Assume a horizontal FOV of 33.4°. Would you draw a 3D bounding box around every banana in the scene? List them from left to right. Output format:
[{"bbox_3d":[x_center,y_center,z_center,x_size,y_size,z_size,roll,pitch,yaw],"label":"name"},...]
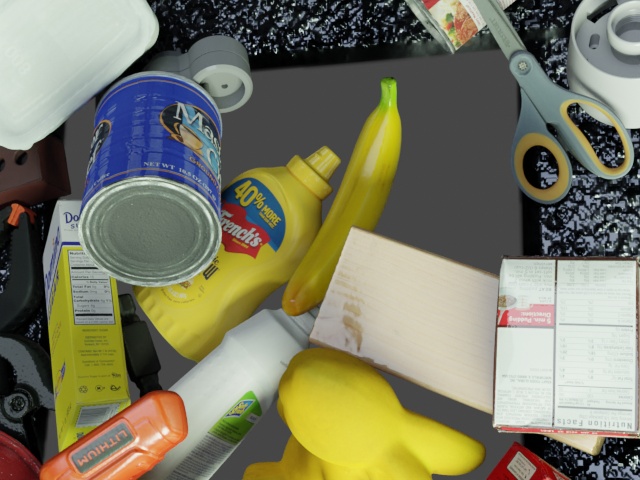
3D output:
[{"bbox_3d":[0.020,-0.025,0.806,0.037,0.069,0.197,12,71,31],"label":"banana"}]

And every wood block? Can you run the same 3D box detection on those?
[{"bbox_3d":[0.110,0.070,0.754,0.206,0.090,0.091,19,85,20],"label":"wood block"}]

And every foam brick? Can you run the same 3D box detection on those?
[{"bbox_3d":[-0.263,-0.059,0.917,0.078,0.051,0.053,-16,75,14],"label":"foam brick"}]

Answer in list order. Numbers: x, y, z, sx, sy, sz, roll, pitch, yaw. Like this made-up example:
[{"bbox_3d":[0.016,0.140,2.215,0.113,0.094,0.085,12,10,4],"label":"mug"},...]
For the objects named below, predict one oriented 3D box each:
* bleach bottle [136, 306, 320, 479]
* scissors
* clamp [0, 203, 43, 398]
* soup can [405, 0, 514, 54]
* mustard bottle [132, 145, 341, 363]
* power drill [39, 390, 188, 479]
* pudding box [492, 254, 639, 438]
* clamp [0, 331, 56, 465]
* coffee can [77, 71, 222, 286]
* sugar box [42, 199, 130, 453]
[{"bbox_3d":[-0.090,0.139,0.809,0.251,0.102,0.068,-45,67,-1],"label":"bleach bottle"},{"bbox_3d":[0.141,-0.109,0.787,0.202,0.016,0.096,44,111,4],"label":"scissors"},{"bbox_3d":[-0.306,0.064,0.912,0.164,0.036,0.210,17,84,10],"label":"clamp"},{"bbox_3d":[0.119,-0.201,0.816,0.102,0.068,0.068,-40,71,6],"label":"soup can"},{"bbox_3d":[-0.056,0.001,0.835,0.191,0.058,0.096,-46,53,4],"label":"mustard bottle"},{"bbox_3d":[-0.082,0.192,0.676,0.184,0.057,0.188,-33,68,3],"label":"power drill"},{"bbox_3d":[0.156,0.066,0.672,0.090,0.039,0.113,1,80,17],"label":"pudding box"},{"bbox_3d":[-0.227,0.128,0.862,0.120,0.039,0.171,-36,87,-6],"label":"clamp"},{"bbox_3d":[-0.126,-0.049,0.813,0.103,0.102,0.140,-21,39,12],"label":"coffee can"},{"bbox_3d":[-0.184,0.065,0.824,0.048,0.093,0.176,-1,57,-24],"label":"sugar box"}]
